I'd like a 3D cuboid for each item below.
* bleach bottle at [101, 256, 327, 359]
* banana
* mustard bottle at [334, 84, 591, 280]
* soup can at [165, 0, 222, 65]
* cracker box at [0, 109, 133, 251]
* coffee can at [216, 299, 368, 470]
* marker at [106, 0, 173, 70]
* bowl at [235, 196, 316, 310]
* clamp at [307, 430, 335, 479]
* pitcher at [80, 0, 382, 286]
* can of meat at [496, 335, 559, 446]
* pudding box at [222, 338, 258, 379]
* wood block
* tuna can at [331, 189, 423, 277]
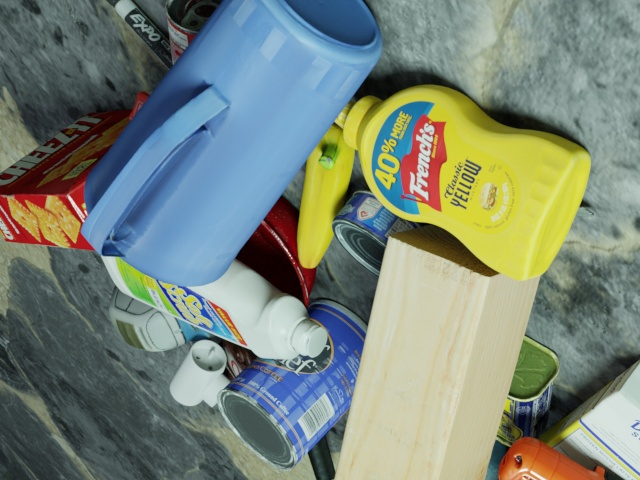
[{"bbox_3d":[-0.100,0.046,1.015,0.251,0.068,0.102,22,143,34],"label":"bleach bottle"},{"bbox_3d":[0.001,-0.046,0.878,0.037,0.069,0.198,23,155,8],"label":"banana"},{"bbox_3d":[0.085,-0.055,0.744,0.192,0.058,0.096,31,115,30],"label":"mustard bottle"},{"bbox_3d":[-0.086,-0.151,0.865,0.069,0.068,0.102,33,148,24],"label":"soup can"},{"bbox_3d":[-0.220,-0.065,1.049,0.214,0.164,0.072,5,129,50],"label":"cracker box"},{"bbox_3d":[-0.017,0.140,1.049,0.103,0.140,0.103,33,148,24],"label":"coffee can"},{"bbox_3d":[-0.158,-0.191,0.962,0.121,0.020,0.020,47,151,1],"label":"marker"},{"bbox_3d":[-0.057,0.001,1.022,0.162,0.055,0.162,33,148,24],"label":"bowl"},{"bbox_3d":[-0.026,0.200,1.239,0.120,0.039,0.171,32,140,28],"label":"clamp"},{"bbox_3d":[-0.069,-0.083,0.773,0.144,0.149,0.243,20,130,-28],"label":"pitcher"},{"bbox_3d":[0.145,0.117,0.893,0.102,0.057,0.084,30,148,29],"label":"can of meat"},{"bbox_3d":[-0.069,0.143,1.191,0.114,0.039,0.090,52,153,36],"label":"pudding box"},{"bbox_3d":[0.088,0.100,0.815,0.090,0.090,0.206,24,112,32],"label":"wood block"},{"bbox_3d":[0.051,-0.001,0.877,0.086,0.033,0.086,36,163,12],"label":"tuna can"}]
